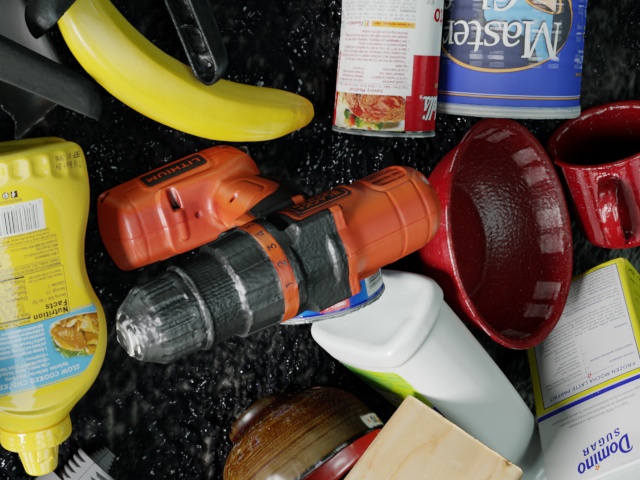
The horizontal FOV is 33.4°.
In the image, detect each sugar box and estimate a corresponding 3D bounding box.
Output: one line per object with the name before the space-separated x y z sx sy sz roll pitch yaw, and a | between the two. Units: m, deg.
sugar box | 0.201 0.102 0.766 0.048 0.093 0.176 39 35 -34

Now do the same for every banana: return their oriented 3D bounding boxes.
banana | -0.086 -0.103 0.634 0.197 0.037 0.069 34 83 -32

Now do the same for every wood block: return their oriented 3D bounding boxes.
wood block | 0.031 0.214 0.669 0.206 0.090 0.091 -49 157 -23

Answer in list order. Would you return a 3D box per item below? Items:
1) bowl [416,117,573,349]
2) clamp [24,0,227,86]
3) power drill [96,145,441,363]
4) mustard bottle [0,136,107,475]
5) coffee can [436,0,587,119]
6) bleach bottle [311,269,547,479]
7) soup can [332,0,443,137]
bowl | 0.115 -0.003 0.751 0.161 0.055 0.162 11 75 -47
clamp | -0.106 -0.174 0.585 0.120 0.039 0.171 0 84 -45
power drill | -0.054 0.001 0.588 0.184 0.188 0.057 -23 113 -28
mustard bottle | -0.171 0.042 0.601 0.096 0.058 0.191 -14 107 -30
coffee can | 0.127 -0.155 0.715 0.102 0.103 0.140 -5 103 -31
bleach bottle | 0.105 0.119 0.761 0.250 0.103 0.068 45 68 -31
soup can | 0.044 -0.121 0.693 0.068 0.069 0.102 -3 102 -31
